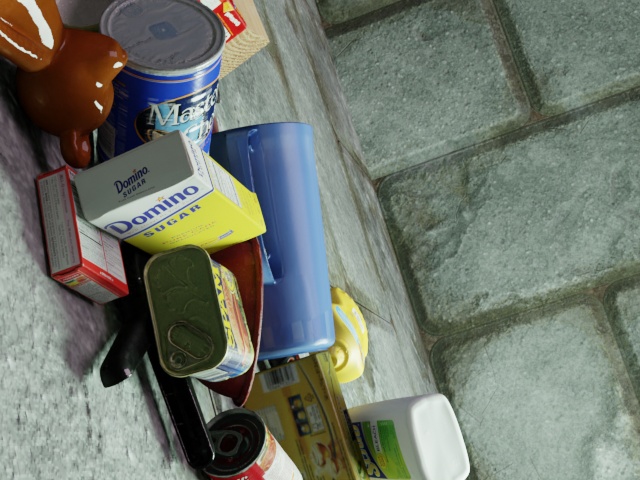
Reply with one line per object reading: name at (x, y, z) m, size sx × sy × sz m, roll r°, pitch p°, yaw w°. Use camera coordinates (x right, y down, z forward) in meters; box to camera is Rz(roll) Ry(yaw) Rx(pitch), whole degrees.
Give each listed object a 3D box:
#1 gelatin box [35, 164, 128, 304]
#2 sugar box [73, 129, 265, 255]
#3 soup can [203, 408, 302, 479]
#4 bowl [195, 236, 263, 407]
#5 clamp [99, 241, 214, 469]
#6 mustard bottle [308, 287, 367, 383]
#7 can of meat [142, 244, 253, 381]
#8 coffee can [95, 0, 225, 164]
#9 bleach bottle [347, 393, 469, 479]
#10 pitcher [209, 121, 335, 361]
gelatin box at (-0.183, -0.003, 0.817) m, size 0.073 × 0.030 × 0.089 m, roll 49°, pitch 23°, yaw -64°
sugar box at (-0.116, -0.028, 0.862) m, size 0.176 × 0.093 × 0.048 m, roll 36°, pitch 33°, yaw -72°
soup can at (-0.063, 0.207, 0.971) m, size 0.102 × 0.068 × 0.068 m, roll 62°, pitch 13°, yaw -45°
bowl at (-0.094, 0.070, 0.976) m, size 0.162 × 0.055 × 0.162 m, roll -176°, pitch -90°, yaw -77°
clamp at (-0.143, 0.069, 0.878) m, size 0.164 × 0.036 × 0.210 m, roll 58°, pitch 14°, yaw -56°
mustard bottle at (0.020, 0.119, 1.279) m, size 0.191 × 0.058 × 0.096 m, roll -63°, pitch 129°, yaw -80°
can of meat at (-0.096, 0.063, 0.867) m, size 0.084 × 0.057 × 0.102 m, roll 44°, pitch 30°, yaw -72°
coffee can at (-0.140, -0.126, 0.915) m, size 0.140 × 0.102 × 0.103 m, roll 105°, pitch -20°, yaw -48°
bleach bottle at (0.057, 0.236, 1.202) m, size 0.251 × 0.067 × 0.102 m, roll -26°, pitch -102°, yaw 55°
pitcher at (-0.057, 0.001, 1.116) m, size 0.148 × 0.145 × 0.243 m, roll -5°, pitch 83°, yaw -41°
